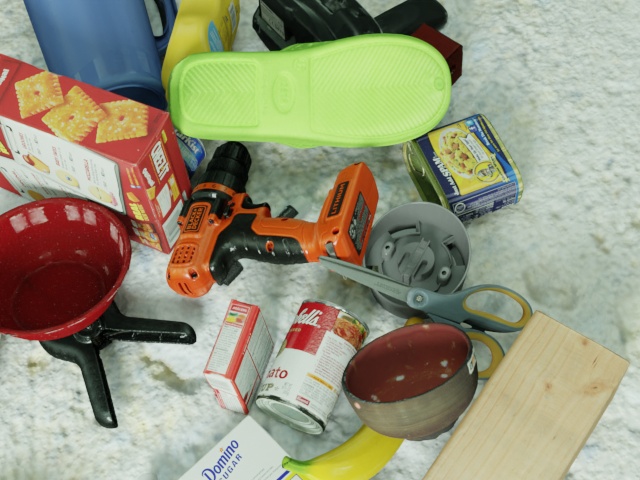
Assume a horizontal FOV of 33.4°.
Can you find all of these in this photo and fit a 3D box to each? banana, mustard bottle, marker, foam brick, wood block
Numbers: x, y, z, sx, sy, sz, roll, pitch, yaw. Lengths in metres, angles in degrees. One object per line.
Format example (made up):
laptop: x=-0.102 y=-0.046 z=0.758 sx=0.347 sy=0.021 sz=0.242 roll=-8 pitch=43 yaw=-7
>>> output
banana: x=0.050 y=0.150 z=0.924 sx=0.197 sy=0.037 sz=0.069 roll=-45 pitch=109 yaw=-34
mustard bottle: x=-0.123 y=-0.192 z=1.086 sx=0.058 sy=0.096 sz=0.191 roll=2 pitch=47 yaw=5
marker: x=-0.057 y=0.001 z=1.042 sx=0.020 sy=0.020 sz=0.121 roll=40 pitch=72 yaw=23
foam brick: x=0.103 y=-0.174 z=1.101 sx=0.051 sy=0.053 sz=0.078 roll=38 pitch=72 yaw=22
wood block: x=0.161 y=0.174 z=0.886 sx=0.090 sy=0.091 sz=0.206 roll=30 pitch=69 yaw=20

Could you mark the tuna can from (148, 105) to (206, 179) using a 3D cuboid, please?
tuna can: x=-0.159 y=-0.094 z=1.067 sx=0.086 sy=0.086 sz=0.033 roll=23 pitch=68 yaw=17

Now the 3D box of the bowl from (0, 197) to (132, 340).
bowl: x=-0.249 y=0.037 z=0.985 sx=0.162 sy=0.055 sz=0.162 roll=-3 pitch=49 yaw=3

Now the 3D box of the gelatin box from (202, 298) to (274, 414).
gelatin box: x=-0.072 y=0.105 z=0.948 sx=0.030 sy=0.089 sz=0.073 roll=13 pitch=64 yaw=14

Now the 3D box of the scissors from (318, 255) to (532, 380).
scissors: x=0.090 y=0.071 z=0.944 sx=0.201 sy=0.016 sz=0.096 roll=6 pitch=92 yaw=-12

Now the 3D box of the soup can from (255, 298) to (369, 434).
soup can: x=-0.007 y=0.112 z=0.950 sx=0.068 sy=0.068 sz=0.102 roll=19 pitch=66 yaw=15

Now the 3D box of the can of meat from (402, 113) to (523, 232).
can of meat: x=0.138 y=-0.068 z=1.039 sx=0.084 sy=0.057 sz=0.102 roll=-21 pitch=61 yaw=-7

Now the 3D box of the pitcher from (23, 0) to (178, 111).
pitcher: x=-0.232 y=-0.231 z=1.134 sx=0.149 sy=0.145 sz=0.243 roll=-24 pitch=65 yaw=6

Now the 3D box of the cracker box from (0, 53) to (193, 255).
cracker box: x=-0.235 y=-0.086 z=1.026 sx=0.214 sy=0.164 sz=0.072 roll=21 pitch=64 yaw=16

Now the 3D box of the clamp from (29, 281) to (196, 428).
clamp: x=-0.214 y=0.098 z=0.994 sx=0.172 sy=0.039 sz=0.120 roll=22 pitch=57 yaw=23

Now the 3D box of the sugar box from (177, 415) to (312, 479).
sugar box: x=-0.033 y=0.241 z=0.897 sx=0.093 sy=0.048 sz=0.176 roll=-41 pitch=62 yaw=-16

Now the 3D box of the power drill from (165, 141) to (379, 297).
power drill: x=-0.043 y=-0.028 z=1.008 sx=0.188 sy=0.057 sz=0.184 roll=-4 pitch=51 yaw=25
